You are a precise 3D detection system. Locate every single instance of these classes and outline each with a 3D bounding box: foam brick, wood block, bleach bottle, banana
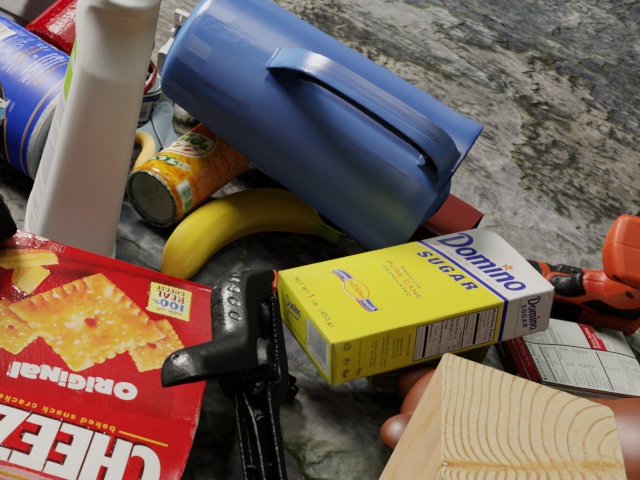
[{"bbox_3d":[0.104,-0.003,0.957,0.051,0.053,0.078,30,34,14],"label":"foam brick"},{"bbox_3d":[0.063,0.171,0.529,0.090,0.206,0.090,19,32,-5],"label":"wood block"},{"bbox_3d":[-0.157,-0.097,0.756,0.068,0.251,0.102,7,35,-21],"label":"bleach bottle"},{"bbox_3d":[-0.065,-0.010,0.883,0.197,0.037,0.070,-16,47,-44],"label":"banana"}]

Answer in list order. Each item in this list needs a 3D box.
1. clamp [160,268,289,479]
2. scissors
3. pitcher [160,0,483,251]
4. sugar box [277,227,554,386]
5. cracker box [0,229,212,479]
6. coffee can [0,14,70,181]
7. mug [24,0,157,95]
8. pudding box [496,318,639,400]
[{"bbox_3d":[-0.049,0.076,0.657,0.036,0.164,0.210,-14,37,10],"label":"clamp"},{"bbox_3d":[-0.127,-0.100,0.960,0.096,0.016,0.201,30,46,-2],"label":"scissors"},{"bbox_3d":[-0.001,-0.101,0.840,0.243,0.149,0.144,34,33,2],"label":"pitcher"},{"bbox_3d":[0.067,0.043,0.761,0.176,0.048,0.093,-14,37,-21],"label":"sugar box"},{"bbox_3d":[-0.155,0.092,0.645,0.164,0.072,0.213,17,33,-6],"label":"cracker box"},{"bbox_3d":[-0.251,-0.120,0.876,0.140,0.103,0.102,32,33,16],"label":"coffee can"},{"bbox_3d":[-0.198,-0.168,0.941,0.117,0.093,0.081,42,61,-3],"label":"mug"},{"bbox_3d":[0.208,0.106,0.869,0.113,0.039,0.090,9,34,-15],"label":"pudding box"}]
